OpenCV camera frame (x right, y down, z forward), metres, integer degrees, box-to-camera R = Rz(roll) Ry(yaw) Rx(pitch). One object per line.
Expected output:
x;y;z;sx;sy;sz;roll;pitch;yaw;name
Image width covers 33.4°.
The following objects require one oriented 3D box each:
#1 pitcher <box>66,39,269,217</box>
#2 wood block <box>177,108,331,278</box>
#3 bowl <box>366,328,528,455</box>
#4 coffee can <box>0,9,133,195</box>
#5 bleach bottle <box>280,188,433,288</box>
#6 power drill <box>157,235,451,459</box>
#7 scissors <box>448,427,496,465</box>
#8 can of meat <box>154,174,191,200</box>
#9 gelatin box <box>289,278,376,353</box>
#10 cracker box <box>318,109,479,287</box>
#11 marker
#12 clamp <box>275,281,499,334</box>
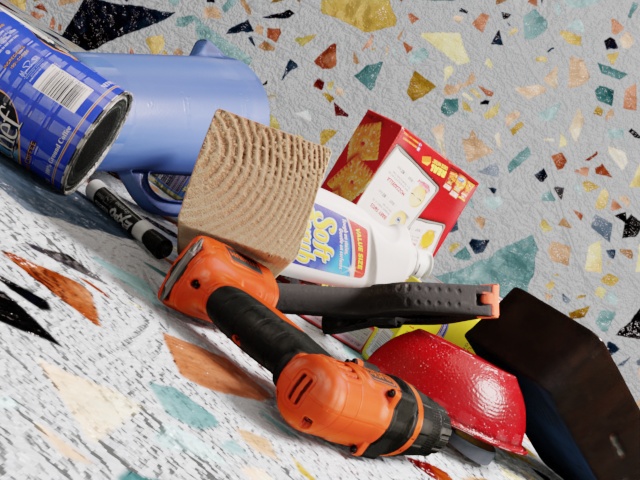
-0.169;-0.115;1.065;0.149;0.145;0.242;46;26;21;pitcher
-0.060;-0.026;0.854;0.090;0.090;0.206;19;-9;-6;wood block
0.111;0.118;0.897;0.162;0.055;0.162;26;0;0;bowl
-0.243;-0.118;0.891;0.140;0.103;0.103;33;5;-1;coffee can
-0.003;-0.010;1.042;0.250;0.102;0.068;14;2;-21;bleach bottle
-0.009;0.076;0.722;0.188;0.057;0.184;35;2;35;power drill
0.143;0.177;0.934;0.201;0.016;0.096;27;5;-43;scissors
-0.147;-0.086;1.319;0.057;0.084;0.102;35;6;32;can of meat
0.010;0.071;1.067;0.089;0.030;0.073;31;5;-10;gelatin box
0.064;-0.018;1.222;0.164;0.214;0.072;28;5;-45;cracker box
-0.162;-0.018;0.906;0.121;0.020;0.020;36;6;39;marker
0.046;0.055;0.909;0.210;0.036;0.164;-6;-14;34;clamp
